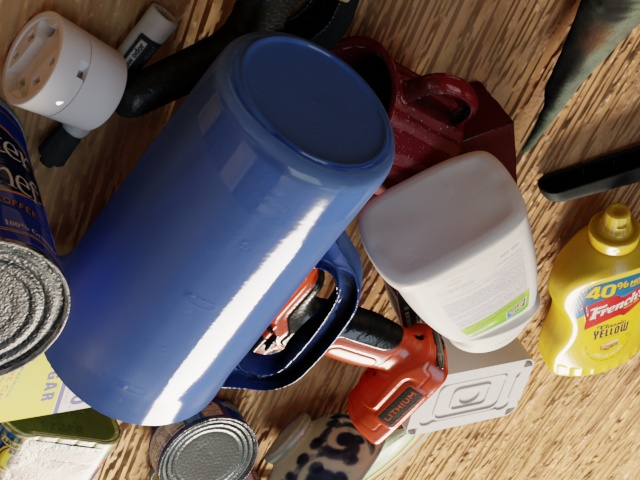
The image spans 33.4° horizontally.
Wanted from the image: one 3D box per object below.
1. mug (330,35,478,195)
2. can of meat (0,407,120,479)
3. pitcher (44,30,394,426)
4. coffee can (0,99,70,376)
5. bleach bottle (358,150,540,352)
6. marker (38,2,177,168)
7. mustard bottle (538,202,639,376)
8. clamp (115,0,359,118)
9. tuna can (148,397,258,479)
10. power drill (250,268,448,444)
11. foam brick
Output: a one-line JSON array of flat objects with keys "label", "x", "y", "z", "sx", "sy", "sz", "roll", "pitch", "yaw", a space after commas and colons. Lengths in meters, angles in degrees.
[{"label": "mug", "x": 0.046, "y": -0.076, "z": 0.675, "sx": 0.117, "sy": 0.093, "sz": 0.081, "roll": -22, "pitch": 152, "yaw": 38}, {"label": "can of meat", "x": -0.212, "y": 0.158, "z": 0.798, "sx": 0.101, "sy": 0.057, "sz": 0.084, "roll": 16, "pitch": 119, "yaw": -38}, {"label": "pitcher", "x": -0.054, "y": 0.001, "z": 0.628, "sx": 0.148, "sy": 0.145, "sz": 0.243, "roll": -14, "pitch": 155, "yaw": -44}, {"label": "coffee can", "x": -0.201, "y": -0.007, "z": 0.581, "sx": 0.102, "sy": 0.140, "sz": 0.103, "roll": -15, "pitch": 136, "yaw": -15}, {"label": "bleach bottle", "x": 0.102, "y": 0.030, "z": 0.747, "sx": 0.102, "sy": 0.068, "sz": 0.250, "roll": -28, "pitch": 154, "yaw": 2}, {"label": "marker", "x": -0.128, "y": -0.089, "z": 0.630, "sx": 0.020, "sy": 0.020, "sz": 0.121, "roll": 26, "pitch": 116, "yaw": -42}, {"label": "mustard bottle", "x": 0.241, "y": 0.038, "z": 0.909, "sx": 0.096, "sy": 0.058, "sz": 0.191, "roll": -15, "pitch": 139, "yaw": -7}, {"label": "clamp", "x": -0.032, "y": -0.111, "z": 0.646, "sx": 0.171, "sy": 0.039, "sz": 0.120, "roll": -38, "pitch": 155, "yaw": 7}, {"label": "tuna can", "x": -0.097, "y": 0.171, "z": 0.874, "sx": 0.086, "sy": 0.034, "sz": 0.086, "roll": -13, "pitch": 123, "yaw": -21}, {"label": "power drill", "x": -0.013, "y": 0.090, "z": 0.807, "sx": 0.187, "sy": 0.057, "sz": 0.185, "roll": 26, "pitch": 124, "yaw": -26}, {"label": "foam brick", "x": 0.103, "y": -0.063, "z": 0.752, "sx": 0.051, "sy": 0.053, "sz": 0.078, "roll": -22, "pitch": 138, "yaw": -7}]
